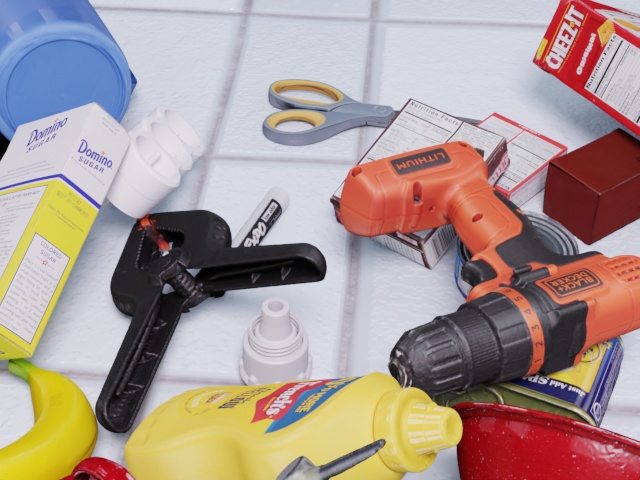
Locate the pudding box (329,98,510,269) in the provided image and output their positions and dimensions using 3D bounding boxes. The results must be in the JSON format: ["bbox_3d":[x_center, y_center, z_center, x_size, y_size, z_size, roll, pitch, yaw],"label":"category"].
[{"bbox_3d":[0.076,-0.045,0.806,0.090,0.039,0.113,27,66,30],"label":"pudding box"}]

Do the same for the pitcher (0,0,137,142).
[{"bbox_3d":[-0.230,-0.159,0.878,0.149,0.145,0.243,-22,36,-16],"label":"pitcher"}]

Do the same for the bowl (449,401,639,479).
[{"bbox_3d":[0.135,0.139,0.550,0.162,0.162,0.055,16,72,19],"label":"bowl"}]

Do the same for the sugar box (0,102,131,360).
[{"bbox_3d":[-0.197,-0.005,0.712,0.094,0.048,0.176,-8,49,40],"label":"sugar box"}]

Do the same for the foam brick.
[{"bbox_3d":[0.217,-0.042,0.816,0.078,0.051,0.053,-24,47,-26],"label":"foam brick"}]

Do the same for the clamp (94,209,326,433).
[{"bbox_3d":[-0.083,0.023,0.706,0.164,0.036,0.210,-34,28,3],"label":"clamp"}]

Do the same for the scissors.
[{"bbox_3d":[0.038,-0.098,0.910,0.202,0.016,0.096,17,45,21],"label":"scissors"}]

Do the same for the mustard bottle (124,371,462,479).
[{"bbox_3d":[-0.009,0.104,0.565,0.192,0.058,0.096,-12,5,40],"label":"mustard bottle"}]

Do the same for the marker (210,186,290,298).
[{"bbox_3d":[-0.055,0.001,0.790,0.020,0.020,0.121,15,42,17],"label":"marker"}]

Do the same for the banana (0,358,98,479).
[{"bbox_3d":[-0.163,0.115,0.598,0.069,0.037,0.198,9,11,-6],"label":"banana"}]

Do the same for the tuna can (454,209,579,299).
[{"bbox_3d":[0.139,0.017,0.760,0.086,0.034,0.086,0,40,0],"label":"tuna can"}]

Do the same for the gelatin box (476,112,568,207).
[{"bbox_3d":[0.143,-0.060,0.855,0.073,0.030,0.089,31,49,30],"label":"gelatin box"}]

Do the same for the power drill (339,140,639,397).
[{"bbox_3d":[0.088,0.014,0.663,0.184,0.057,0.188,-14,41,-26],"label":"power drill"}]
